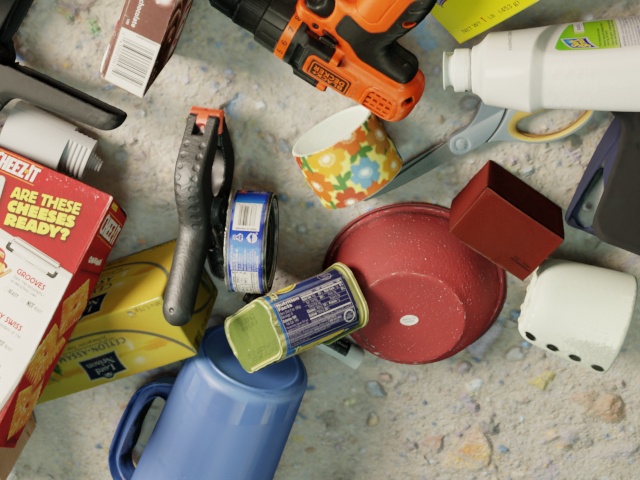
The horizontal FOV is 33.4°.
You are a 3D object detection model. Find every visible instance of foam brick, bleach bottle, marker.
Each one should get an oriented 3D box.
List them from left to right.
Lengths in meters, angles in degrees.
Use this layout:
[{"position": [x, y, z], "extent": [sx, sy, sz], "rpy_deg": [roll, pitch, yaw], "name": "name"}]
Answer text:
[{"position": [-0.016, 0.079, 0.956], "extent": [0.121, 0.020, 0.020], "rpy_deg": [30, 120, -10], "name": "marker"}, {"position": [0.148, -0.016, 0.854], "extent": [0.078, 0.051, 0.053], "rpy_deg": [33, 121, -11], "name": "foam brick"}, {"position": [0.213, -0.126, 0.751], "extent": [0.251, 0.102, 0.068], "rpy_deg": [0, 117, 10], "name": "bleach bottle"}]

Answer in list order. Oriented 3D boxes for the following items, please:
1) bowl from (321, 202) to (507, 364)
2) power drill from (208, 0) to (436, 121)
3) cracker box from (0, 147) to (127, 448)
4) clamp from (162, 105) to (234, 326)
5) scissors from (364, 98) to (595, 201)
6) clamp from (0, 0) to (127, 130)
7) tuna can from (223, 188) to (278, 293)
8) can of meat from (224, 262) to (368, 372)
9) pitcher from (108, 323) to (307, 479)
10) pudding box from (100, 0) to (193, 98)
[{"position": [0.077, 0.050, 0.904], "extent": [0.162, 0.055, 0.162], "rpy_deg": [4, 122, 7], "name": "bowl"}, {"position": [0.014, -0.178, 0.734], "extent": [0.184, 0.057, 0.188], "rpy_deg": [31, 152, -3], "name": "power drill"}, {"position": [-0.277, 0.036, 0.858], "extent": [0.164, 0.072, 0.213], "rpy_deg": [23, 79, 7], "name": "cracker box"}, {"position": [-0.097, -0.018, 0.856], "extent": [0.039, 0.120, 0.171], "rpy_deg": [4, 117, 11], "name": "clamp"}, {"position": [0.112, -0.096, 0.833], "extent": [0.202, 0.016, 0.096], "rpy_deg": [-14, 116, 17], "name": "scissors"}, {"position": [-0.253, -0.154, 0.829], "extent": [0.210, 0.036, 0.164], "rpy_deg": [-6, 95, 23], "name": "clamp"}, {"position": [-0.056, 0.001, 0.876], "extent": [0.034, 0.086, 0.086], "rpy_deg": [3, 121, 4], "name": "tuna can"}, {"position": [-0.022, 0.067, 0.885], "extent": [0.057, 0.083, 0.102], "rpy_deg": [65, 151, 7], "name": "can of meat"}, {"position": [-0.108, 0.193, 0.985], "extent": [0.149, 0.145, 0.243], "rpy_deg": [15, 119, -15], "name": "pitcher"}, {"position": [-0.116, -0.173, 0.778], "extent": [0.039, 0.090, 0.114], "rpy_deg": [26, 122, -6], "name": "pudding box"}]
